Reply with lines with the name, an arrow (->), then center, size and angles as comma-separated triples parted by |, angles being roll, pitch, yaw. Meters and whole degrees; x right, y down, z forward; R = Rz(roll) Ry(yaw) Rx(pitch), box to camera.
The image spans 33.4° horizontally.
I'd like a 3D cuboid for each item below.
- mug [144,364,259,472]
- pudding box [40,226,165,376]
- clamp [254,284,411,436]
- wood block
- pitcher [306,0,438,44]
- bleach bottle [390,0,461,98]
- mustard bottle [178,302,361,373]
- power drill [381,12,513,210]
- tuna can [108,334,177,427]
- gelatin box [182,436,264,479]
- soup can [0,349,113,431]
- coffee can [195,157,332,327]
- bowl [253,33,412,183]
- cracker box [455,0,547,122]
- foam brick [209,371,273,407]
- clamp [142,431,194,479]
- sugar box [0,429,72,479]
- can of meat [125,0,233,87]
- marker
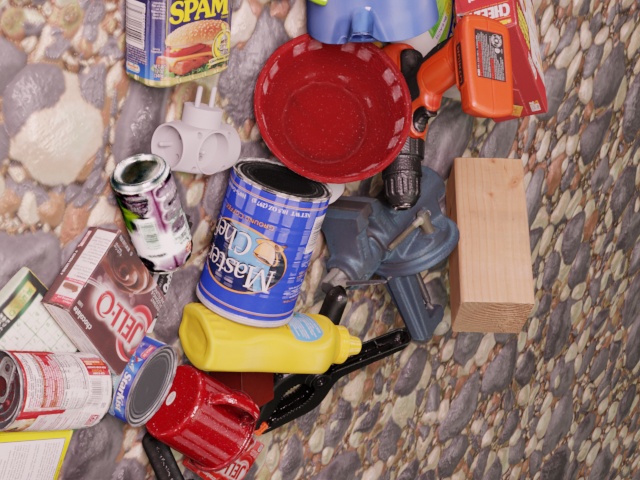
mug -> -0.117, 0.177, 1.085 | 0.081, 0.117, 0.093 | 41, 48, -40
pudding box -> -0.193, 0.055, 0.965 | 0.090, 0.039, 0.113 | -63, 147, -29
clamp -> 0.002, 0.149, 1.229 | 0.210, 0.036, 0.164 | -48, 138, 15
wood block -> 0.212, 0.005, 1.355 | 0.091, 0.090, 0.206 | 94, -3, -62
pitcher -> 0.041, -0.321, 1.020 | 0.144, 0.149, 0.243 | -25, 126, -26
bleach bottle -> 0.138, -0.240, 1.244 | 0.250, 0.068, 0.102 | 32, 74, -59
mustard bottle -> -0.043, 0.104, 1.103 | 0.191, 0.096, 0.058 | 6, 105, -29
power drill -> 0.117, -0.136, 1.091 | 0.057, 0.188, 0.184 | 4, 77, -30
tuna can -> -0.176, 0.135, 1.035 | 0.086, 0.034, 0.086 | -55, 159, -34
gelatin box -> -0.108, 0.243, 1.211 | 0.073, 0.030, 0.089 | -56, 144, -16
soup can -> -0.235, 0.127, 0.909 | 0.102, 0.069, 0.068 | 10, 101, -53
coffee can -> -0.057, 0.001, 1.063 | 0.102, 0.103, 0.140 | -8, 122, -52
bowl -> 0.009, -0.129, 1.086 | 0.162, 0.162, 0.055 | -56, -179, -16
cracker box -> 0.198, -0.268, 1.214 | 0.164, 0.072, 0.213 | 51, 33, -53
foam brick -> -0.086, 0.143, 1.165 | 0.052, 0.051, 0.078 | -27, 129, -43
clamp -> -0.134, 0.287, 1.105 | 0.039, 0.171, 0.120 | -28, 145, 1
sugar box -> -0.302, 0.194, 0.896 | 0.175, 0.048, 0.093 | 9, 105, -49
can of meat -> -0.122, -0.186, 0.923 | 0.101, 0.058, 0.084 | -24, 130, -45
marker -> -0.152, 0.031, 1.039 | 0.020, 0.020, 0.121 | 17, 95, -56
